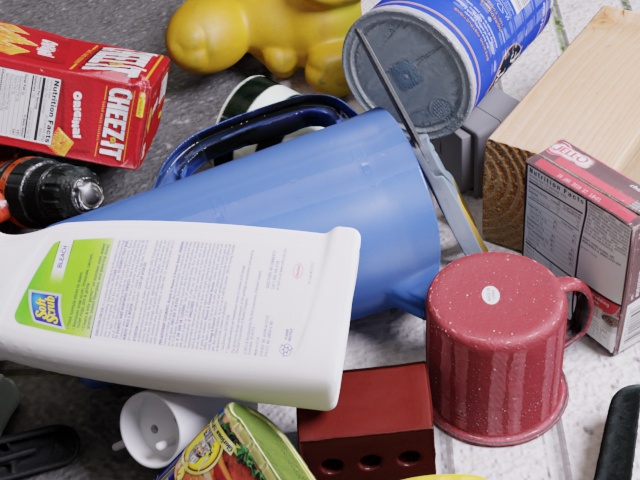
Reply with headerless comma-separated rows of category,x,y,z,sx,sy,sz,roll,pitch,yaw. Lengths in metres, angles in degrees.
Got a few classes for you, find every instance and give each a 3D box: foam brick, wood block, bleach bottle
foam brick,0.026,0.109,0.616,0.078,0.053,0.051,-6,40,1
wood block,0.205,-0.080,0.785,0.091,0.090,0.205,20,46,27
bleach bottle,-0.108,0.028,0.590,0.251,0.068,0.102,8,64,3

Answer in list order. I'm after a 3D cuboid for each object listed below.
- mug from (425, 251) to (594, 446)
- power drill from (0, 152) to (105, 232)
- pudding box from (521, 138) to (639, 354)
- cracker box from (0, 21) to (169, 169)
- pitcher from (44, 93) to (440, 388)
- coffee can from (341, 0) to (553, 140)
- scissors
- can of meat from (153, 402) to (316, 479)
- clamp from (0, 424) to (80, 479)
mug,0.115,0.057,0.641,0.117,0.081,0.093,-19,42,-15
power drill,-0.260,-0.007,0.735,0.187,0.057,0.185,-28,20,-38
pudding box,0.170,0.005,0.672,0.039,0.113,0.090,-27,45,-24
cracker box,-0.231,-0.124,0.821,0.213,0.072,0.164,11,17,-6
pitcher,-0.055,0.001,0.695,0.242,0.145,0.149,-17,15,-8
coffee can,0.094,-0.152,0.775,0.103,0.103,0.140,19,46,26
scissors,0.071,-0.059,0.718,0.016,0.201,0.096,-26,15,10
can of meat,-0.044,0.146,0.550,0.084,0.057,0.102,-46,46,5
clamp,-0.250,0.140,0.599,0.210,0.036,0.164,-8,2,18
